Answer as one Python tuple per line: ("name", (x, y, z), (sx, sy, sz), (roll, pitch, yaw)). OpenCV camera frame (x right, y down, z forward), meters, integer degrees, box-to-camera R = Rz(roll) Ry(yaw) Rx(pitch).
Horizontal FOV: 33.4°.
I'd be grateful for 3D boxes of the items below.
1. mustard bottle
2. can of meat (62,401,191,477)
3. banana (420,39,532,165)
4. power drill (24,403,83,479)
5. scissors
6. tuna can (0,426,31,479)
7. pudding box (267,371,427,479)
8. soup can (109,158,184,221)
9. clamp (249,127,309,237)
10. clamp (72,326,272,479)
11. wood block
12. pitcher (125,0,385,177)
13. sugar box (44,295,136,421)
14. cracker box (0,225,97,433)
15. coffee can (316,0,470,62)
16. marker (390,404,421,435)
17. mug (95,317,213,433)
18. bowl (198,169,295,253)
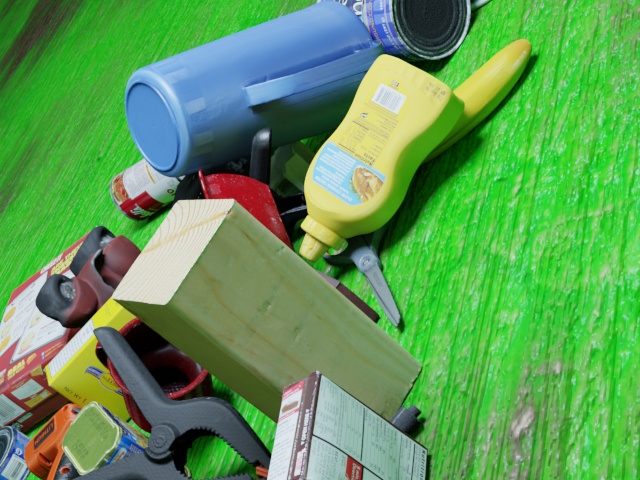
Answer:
("mustard bottle", (0.040, -0.064, 0.944), (0.096, 0.058, 0.191), (35, 94, 38))
("can of meat", (-0.175, 0.195, 0.947), (0.057, 0.083, 0.102), (-53, 29, -9))
("banana", (0.112, -0.114, 0.982), (0.198, 0.037, 0.069), (-34, 34, 25))
("power drill", (-0.263, 0.262, 1.011), (0.185, 0.057, 0.187), (-41, 29, 28))
("scissors", (0.053, 0.005, 0.938), (0.096, 0.016, 0.202), (-49, 28, -2))
("tuna can", (-0.355, 0.250, 1.182), (0.086, 0.033, 0.086), (-34, 31, 24))
("pudding box", (0.020, 0.152, 0.698), (0.039, 0.113, 0.090), (-32, 31, 33))
("soup can", (-0.207, -0.076, 1.349), (0.102, 0.068, 0.068), (-29, 33, 30))
("clamp", (-0.056, -0.040, 1.046), (0.172, 0.120, 0.039), (-34, 26, 32))
("clamp", (-0.131, 0.173, 0.856), (0.210, 0.036, 0.164), (18, 75, 22))
("wood block", (-0.035, 0.067, 0.783), (0.091, 0.206, 0.090), (2, 55, 56))
("pitcher", (-0.060, -0.148, 1.053), (0.242, 0.145, 0.149), (-25, -30, -34))
("sugar box", (-0.181, 0.097, 1.067), (0.176, 0.093, 0.048), (-46, 29, 4))
("cracker box", (-0.311, 0.107, 1.262), (0.164, 0.072, 0.213), (-34, 30, 24))
("coffee can", (0.073, -0.236, 1.120), (0.141, 0.102, 0.102), (8, 60, 57))
("marker", (0.030, 0.166, 0.767), (0.121, 0.020, 0.020), (-48, 28, -1))
("mug", (-0.150, 0.120, 0.962), (0.117, 0.081, 0.093), (17, 54, 13))
("bowl", (-0.056, 0.001, 0.976), (0.055, 0.162, 0.162), (-22, 30, -1))
